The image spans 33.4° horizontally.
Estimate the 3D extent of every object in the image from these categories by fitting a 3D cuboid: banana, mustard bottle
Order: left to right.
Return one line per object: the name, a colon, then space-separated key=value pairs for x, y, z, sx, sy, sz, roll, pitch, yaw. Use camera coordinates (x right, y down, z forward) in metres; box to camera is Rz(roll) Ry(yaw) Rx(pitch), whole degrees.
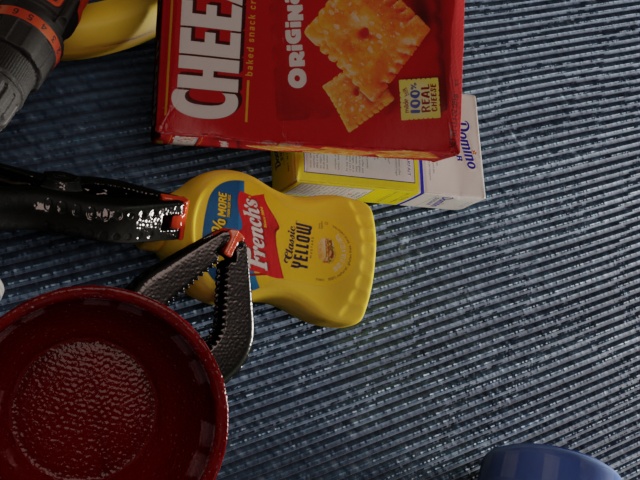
banana: x=-0.160 y=-0.164 z=0.765 sx=0.197 sy=0.037 sz=0.070 roll=-31 pitch=75 yaw=-33
mustard bottle: x=-0.055 y=0.001 z=0.760 sx=0.191 sy=0.058 sz=0.096 roll=13 pitch=76 yaw=-25

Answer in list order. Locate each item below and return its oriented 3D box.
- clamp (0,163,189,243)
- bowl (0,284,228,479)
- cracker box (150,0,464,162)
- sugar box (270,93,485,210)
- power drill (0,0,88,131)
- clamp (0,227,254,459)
clamp: x=-0.172 y=-0.027 z=0.672 sx=0.171 sy=0.120 sz=0.039 roll=7 pitch=112 yaw=-26
bowl: x=-0.138 y=0.105 z=0.634 sx=0.162 sy=0.055 sz=0.162 roll=0 pitch=91 yaw=-16
cracker box: x=-0.007 y=-0.144 z=0.751 sx=0.213 sy=0.072 sz=0.164 roll=3 pitch=88 yaw=-11
sugar box: x=0.046 y=-0.077 z=0.847 sx=0.175 sy=0.048 sz=0.093 roll=5 pitch=74 yaw=-31
power drill: x=-0.244 y=-0.166 z=0.667 sx=0.187 sy=0.057 sz=0.184 roll=29 pitch=51 yaw=-13
clamp: x=-0.112 y=0.084 z=0.690 sx=0.164 sy=0.036 sz=0.210 roll=21 pitch=85 yaw=-21
